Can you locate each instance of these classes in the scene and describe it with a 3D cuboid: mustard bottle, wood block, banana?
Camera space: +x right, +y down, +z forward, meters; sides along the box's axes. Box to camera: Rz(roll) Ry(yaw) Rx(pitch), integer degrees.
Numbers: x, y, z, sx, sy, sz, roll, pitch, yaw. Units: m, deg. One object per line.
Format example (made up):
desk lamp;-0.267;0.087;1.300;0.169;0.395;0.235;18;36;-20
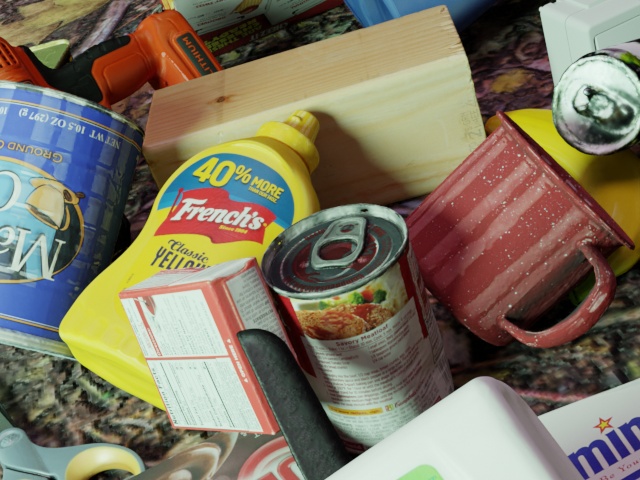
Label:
mustard bottle;-0.054;0.000;0.599;0.096;0.058;0.191;21;62;24
wood block;-0.002;-0.072;0.701;0.206;0.090;0.091;-15;32;7
banana;0.148;-0.037;0.613;0.069;0.037;0.198;-15;31;3

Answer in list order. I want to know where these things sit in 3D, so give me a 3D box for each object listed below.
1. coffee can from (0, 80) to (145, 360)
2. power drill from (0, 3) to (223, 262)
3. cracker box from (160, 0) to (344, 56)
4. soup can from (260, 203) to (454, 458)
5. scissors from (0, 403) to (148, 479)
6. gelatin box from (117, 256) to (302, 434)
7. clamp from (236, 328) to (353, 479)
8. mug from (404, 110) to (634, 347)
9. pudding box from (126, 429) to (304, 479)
coffee can;-0.169;-0.009;0.622;0.103;0.102;0.140;6;78;36
power drill;-0.146;-0.088;0.778;0.187;0.184;0.057;-30;-8;-43
cracker box;-0.060;-0.242;0.903;0.164;0.072;0.214;-23;-10;-6
soup can;0.020;0.043;0.497;0.068;0.102;0.068;-14;32;9
scissors;-0.145;0.108;0.573;0.096;0.016;0.202;-22;31;-7
gelatin box;-0.049;0.049;0.487;0.030;0.073;0.089;-29;11;-36
clamp;0.008;0.107;0.400;0.171;0.039;0.120;19;77;14
mug;0.096;0.005;0.516;0.081;0.093;0.117;-45;45;14
pudding box;-0.042;0.128;0.460;0.113;0.039;0.090;-27;32;-13
